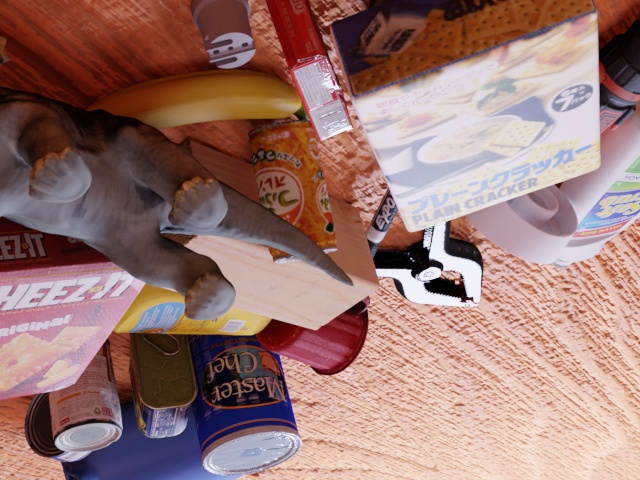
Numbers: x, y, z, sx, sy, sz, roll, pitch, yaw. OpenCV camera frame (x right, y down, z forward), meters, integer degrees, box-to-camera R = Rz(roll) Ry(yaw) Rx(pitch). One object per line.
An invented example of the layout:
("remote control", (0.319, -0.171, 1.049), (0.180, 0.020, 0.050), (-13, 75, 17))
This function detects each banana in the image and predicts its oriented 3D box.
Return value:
("banana", (-0.096, -0.098, 0.804), (0.197, 0.037, 0.070), (-6, 146, -15))

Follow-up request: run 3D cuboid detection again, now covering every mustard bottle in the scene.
("mustard bottle", (-0.142, 0.056, 1.001), (0.191, 0.058, 0.096), (2, 156, -26))

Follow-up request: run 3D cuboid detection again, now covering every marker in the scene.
("marker", (0.061, -0.027, 0.971), (0.020, 0.020, 0.121), (5, 127, -30))

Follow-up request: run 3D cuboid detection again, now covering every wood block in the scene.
("wood block", (-0.057, 0.001, 0.924), (0.090, 0.091, 0.205), (-36, 143, 31))

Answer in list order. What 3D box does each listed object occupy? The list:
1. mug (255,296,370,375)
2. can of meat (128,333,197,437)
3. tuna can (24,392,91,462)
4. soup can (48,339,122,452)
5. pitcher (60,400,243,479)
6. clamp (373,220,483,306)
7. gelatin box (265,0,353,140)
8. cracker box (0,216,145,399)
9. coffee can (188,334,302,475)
("mug", (-0.004, 0.076, 1.063), (0.117, 0.093, 0.081), (-31, 141, 34))
("can of meat", (-0.162, 0.140, 1.083), (0.057, 0.102, 0.084), (-5, 149, -16))
("tuna can", (-0.269, 0.190, 1.128), (0.086, 0.086, 0.033), (-27, 148, 17))
("soup can", (-0.237, 0.151, 1.065), (0.068, 0.102, 0.068), (-11, 148, -7))
("pitcher", (-0.165, 0.231, 1.212), (0.242, 0.149, 0.145), (-18, 131, -3))
("clamp", (0.093, 0.023, 1.072), (0.165, 0.036, 0.209), (-25, 143, 18))
("gelatin box", (-0.007, -0.127, 0.764), (0.030, 0.073, 0.089), (-20, 147, 4))
("cracker box", (-0.241, 0.053, 0.843), (0.163, 0.072, 0.214), (-6, 150, -39))
("coffee can", (-0.084, 0.157, 1.105), (0.102, 0.140, 0.103), (-11, 148, -7))
